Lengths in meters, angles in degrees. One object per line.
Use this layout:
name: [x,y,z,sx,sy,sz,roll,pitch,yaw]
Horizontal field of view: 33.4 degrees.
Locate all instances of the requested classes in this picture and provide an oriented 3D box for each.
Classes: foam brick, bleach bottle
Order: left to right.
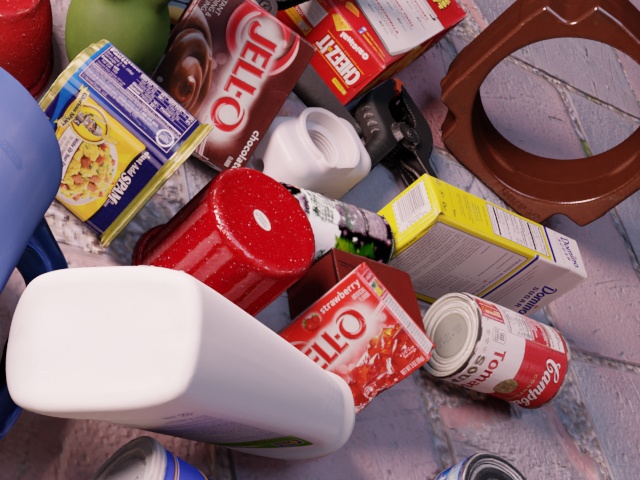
bleach bottle: [-0.051,0.081,0.574,0.250,0.103,0.068,42,49,-61]
foam brick: [0.025,0.047,0.749,0.078,0.051,0.053,19,45,-36]

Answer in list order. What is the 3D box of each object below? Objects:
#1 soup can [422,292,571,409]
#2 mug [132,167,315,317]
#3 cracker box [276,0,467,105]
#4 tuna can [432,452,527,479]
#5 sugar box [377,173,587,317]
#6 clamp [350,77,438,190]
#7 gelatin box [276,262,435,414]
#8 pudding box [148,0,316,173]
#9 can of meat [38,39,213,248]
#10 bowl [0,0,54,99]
soup can: [0.133,0.085,0.817,0.102,0.069,0.068,22,44,-33]
mug: [-0.054,0.001,0.680,0.093,0.082,0.117,40,37,-14]
cracker box: [0.028,-0.227,0.982,0.164,0.072,0.213,51,35,-1]
tuna can: [0.116,0.190,0.734,0.086,0.034,0.086,28,41,-28]
sugar box: [0.119,0.013,0.845,0.175,0.093,0.048,19,46,-37]
clamp: [0.058,-0.081,0.911,0.120,0.039,0.171,26,36,-37]
gelatin box: [0.017,0.070,0.687,0.073,0.089,0.030,50,21,0]
pudding box: [-0.070,-0.114,0.747,0.090,0.113,0.039,32,-1,-22]
can of meat: [-0.128,-0.058,0.639,0.084,0.102,0.057,41,37,-9]
bowl: [-0.227,-0.157,0.661,0.162,0.055,0.162,28,41,-27]
